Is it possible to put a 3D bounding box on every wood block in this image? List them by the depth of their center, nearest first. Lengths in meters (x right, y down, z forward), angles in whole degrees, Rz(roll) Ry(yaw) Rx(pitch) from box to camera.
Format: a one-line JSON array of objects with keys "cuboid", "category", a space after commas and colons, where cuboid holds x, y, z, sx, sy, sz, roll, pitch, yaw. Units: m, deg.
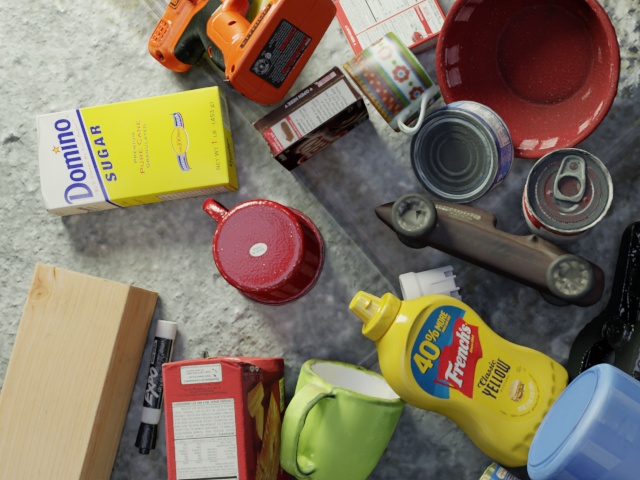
[{"cuboid": [-0.221, 0.133, 0.940, 0.091, 0.090, 0.206, 13, 85, 9], "category": "wood block"}]

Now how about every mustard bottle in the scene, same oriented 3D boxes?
[{"cuboid": [0.107, 0.100, 0.885, 0.191, 0.058, 0.096, 33, 68, -6], "category": "mustard bottle"}]

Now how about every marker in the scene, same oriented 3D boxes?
[{"cuboid": [-0.149, 0.133, 0.965, 0.020, 0.020, 0.121, 9, 85, 9], "category": "marker"}]

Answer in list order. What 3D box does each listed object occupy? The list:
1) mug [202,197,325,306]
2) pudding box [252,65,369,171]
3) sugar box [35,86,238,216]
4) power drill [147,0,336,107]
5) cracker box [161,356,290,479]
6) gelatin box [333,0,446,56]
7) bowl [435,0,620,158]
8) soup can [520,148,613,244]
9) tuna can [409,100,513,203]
[{"cuboid": [-0.056, 0.001, 0.935, 0.117, 0.081, 0.093, 41, 90, 10], "category": "mug"}, {"cuboid": [-0.006, -0.103, 0.924, 0.090, 0.113, 0.039, -35, 83, 3], "category": "pudding box"}, {"cuboid": [-0.169, -0.080, 0.979, 0.176, 0.048, 0.093, -8, 83, 6], "category": "sugar box"}, {"cuboid": [-0.063, -0.209, 0.924, 0.184, 0.057, 0.188, -58, 39, 9], "category": "power drill"}, {"cuboid": [-0.068, 0.203, 0.873, 0.072, 0.164, 0.214, -6, 83, 9], "category": "cracker box"}, {"cuboid": [0.065, -0.199, 0.967, 0.089, 0.030, 0.073, -26, 79, 5], "category": "gelatin box"}, {"cuboid": [0.182, -0.154, 0.912, 0.162, 0.055, 0.162, 11, 112, 28], "category": "bowl"}, {"cuboid": [0.203, -0.034, 0.892, 0.068, 0.102, 0.068, -1, 84, 8], "category": "soup can"}, {"cuboid": [0.121, -0.076, 0.922, 0.086, 0.033, 0.086, 11, 112, 29], "category": "tuna can"}]
